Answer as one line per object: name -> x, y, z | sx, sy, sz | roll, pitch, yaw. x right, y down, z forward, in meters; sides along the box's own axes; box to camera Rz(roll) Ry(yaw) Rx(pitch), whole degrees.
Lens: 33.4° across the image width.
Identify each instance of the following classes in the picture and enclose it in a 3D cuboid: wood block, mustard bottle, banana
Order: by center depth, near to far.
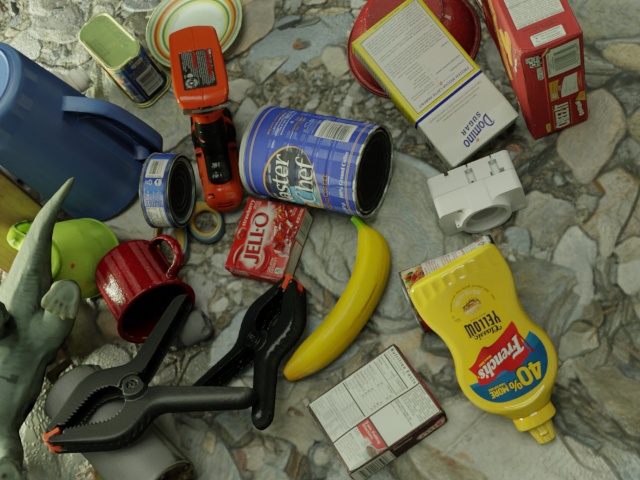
mustard bottle -> 0.169, 0.106, 1.014 | 0.096, 0.058, 0.191 | -29, 90, 7
banana -> 0.028, 0.065, 1.127 | 0.070, 0.037, 0.197 | 6, 64, 48
wood block -> -0.401, -0.050, 1.227 | 0.091, 0.206, 0.090 | 39, 83, 29

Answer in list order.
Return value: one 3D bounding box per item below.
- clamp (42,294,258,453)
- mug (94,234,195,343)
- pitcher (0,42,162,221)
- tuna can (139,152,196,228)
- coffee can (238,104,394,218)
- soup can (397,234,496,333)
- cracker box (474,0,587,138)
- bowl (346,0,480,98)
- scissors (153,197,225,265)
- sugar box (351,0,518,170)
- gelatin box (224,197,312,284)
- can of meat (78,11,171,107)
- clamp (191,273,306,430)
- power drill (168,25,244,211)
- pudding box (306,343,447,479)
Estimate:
clamp -> -0.176, 0.157, 1.077 | 0.209, 0.036, 0.165 | -35, 50, -18
mug -> -0.191, 0.044, 1.173 | 0.117, 0.093, 0.082 | -55, 52, 22
pitcher -> -0.302, -0.125, 1.204 | 0.145, 0.242, 0.149 | 41, 90, 30
tuna can -> -0.170, -0.056, 1.200 | 0.034, 0.086, 0.086 | 1, 67, 16
coffee can -> -0.004, -0.087, 1.167 | 0.140, 0.102, 0.102 | 13, 71, 23
soup can -> 0.138, 0.043, 1.078 | 0.102, 0.068, 0.068 | -24, 61, 6
cracker box -> 0.211, -0.240, 1.129 | 0.072, 0.164, 0.214 | -21, 61, 6
bowl -> 0.101, -0.245, 1.232 | 0.162, 0.055, 0.162 | -7, 64, 15
scissors -> -0.164, -0.063, 1.261 | 0.096, 0.016, 0.202 | -14, 62, 11
sugar box -> 0.123, -0.171, 1.159 | 0.093, 0.048, 0.176 | -38, 87, 1
gelatin box -> -0.058, 0.002, 1.186 | 0.073, 0.030, 0.089 | 11, 70, 23
can of meat -> -0.244, -0.225, 1.325 | 0.057, 0.084, 0.102 | -44, 61, -5
clamp -> -0.058, 0.117, 1.115 | 0.120, 0.039, 0.171 | 24, 78, 42
power drill -> -0.126, -0.151, 1.192 | 0.057, 0.187, 0.184 | -13, 60, -3
pudding box -> 0.056, 0.171, 1.064 | 0.113, 0.039, 0.090 | -34, 60, -1
